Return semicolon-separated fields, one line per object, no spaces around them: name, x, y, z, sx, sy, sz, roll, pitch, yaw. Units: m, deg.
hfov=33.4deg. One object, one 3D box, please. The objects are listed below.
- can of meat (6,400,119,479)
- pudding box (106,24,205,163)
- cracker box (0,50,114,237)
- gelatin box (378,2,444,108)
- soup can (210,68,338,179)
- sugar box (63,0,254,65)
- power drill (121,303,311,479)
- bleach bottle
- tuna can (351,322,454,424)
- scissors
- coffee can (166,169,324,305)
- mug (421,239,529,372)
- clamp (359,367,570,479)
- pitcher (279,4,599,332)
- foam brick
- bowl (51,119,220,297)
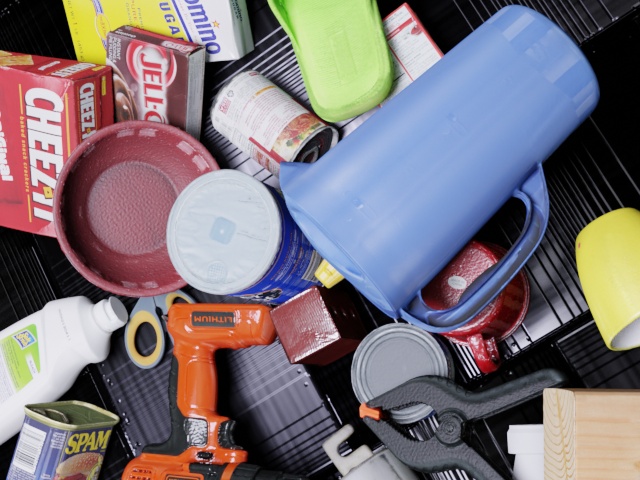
can of meat;-0.243;0.199;0.996;0.057;0.102;0.084;18;91;22
pudding box;-0.158;-0.140;1.015;0.090;0.039;0.113;19;123;20
cracker box;-0.307;-0.099;1.043;0.214;0.072;0.164;12;115;22
gelatin box;0.073;-0.157;0.961;0.073;0.030;0.089;-36;69;13
soup can;-0.043;-0.103;0.978;0.102;0.068;0.068;39;97;21
sugar box;-0.158;-0.216;1.032;0.176;0.048;0.093;-2;113;23
power drill;-0.079;0.150;0.934;0.185;0.057;0.187;1;73;19
bleach bottle;-0.292;0.135;1.042;0.251;0.068;0.102;-31;72;14
tuna can;0.072;0.115;0.922;0.086;0.033;0.086;-3;81;21
scissors;-0.173;0.036;1.037;0.096;0.016;0.202;-35;72;13
coffee can;-0.056;0.001;0.929;0.103;0.140;0.103;-3;82;20
mug;0.124;0.053;0.885;0.093;0.081;0.117;-17;77;18
clamp;0.114;0.162;0.856;0.172;0.039;0.120;-3;71;27
pitcher;0.102;-0.057;0.821;0.243;0.149;0.145;-43;33;-5
foam brick;0.000;0.075;0.932;0.051;0.078;0.053;-30;73;16
bowl;-0.168;-0.030;0.989;0.162;0.055;0.162;-1;93;-19
